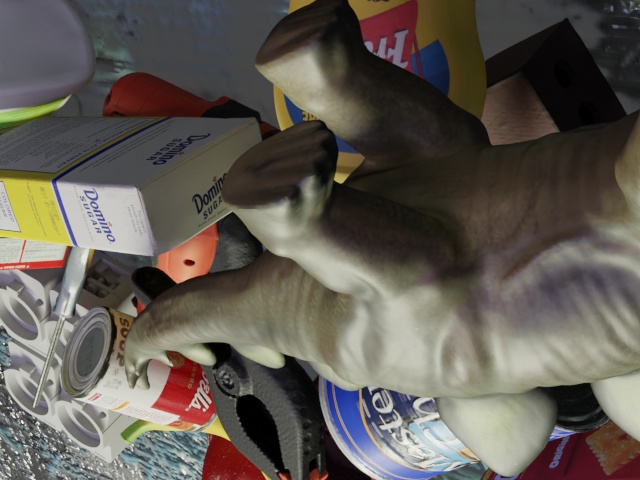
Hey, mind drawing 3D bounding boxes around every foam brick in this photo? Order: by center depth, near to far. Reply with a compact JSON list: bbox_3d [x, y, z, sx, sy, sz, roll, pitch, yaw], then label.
[{"bbox_3d":[0.104,-0.050,0.495,0.051,0.052,0.078,-21,110,47],"label":"foam brick"}]

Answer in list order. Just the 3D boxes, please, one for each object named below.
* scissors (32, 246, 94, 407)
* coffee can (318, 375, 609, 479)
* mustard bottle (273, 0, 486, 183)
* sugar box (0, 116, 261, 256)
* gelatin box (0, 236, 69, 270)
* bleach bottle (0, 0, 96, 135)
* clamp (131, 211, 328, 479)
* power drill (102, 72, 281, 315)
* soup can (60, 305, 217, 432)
[{"bbox_3d":[-0.172,0.025,0.749,0.016,0.096,0.202,18,133,-10],"label":"scissors"},{"bbox_3d":[0.079,0.069,0.581,0.103,0.102,0.141,49,140,-7],"label":"coffee can"},{"bbox_3d":[0.026,-0.082,0.470,0.096,0.058,0.192,8,103,25],"label":"mustard bottle"},{"bbox_3d":[-0.123,-0.034,0.587,0.177,0.093,0.048,9,122,38],"label":"sugar box"},{"bbox_3d":[-0.197,-0.023,0.702,0.030,0.073,0.089,49,128,37],"label":"gelatin box"},{"bbox_3d":[-0.240,-0.077,0.736,0.251,0.102,0.068,-35,74,56],"label":"bleach bottle"},{"bbox_3d":[-0.052,0.072,0.638,0.120,0.039,0.171,-13,98,52],"label":"clamp"},{"bbox_3d":[-0.054,0.001,0.669,0.185,0.057,0.188,29,135,23],"label":"power drill"},{"bbox_3d":[-0.124,0.092,0.760,0.102,0.068,0.069,24,153,-35],"label":"soup can"}]
